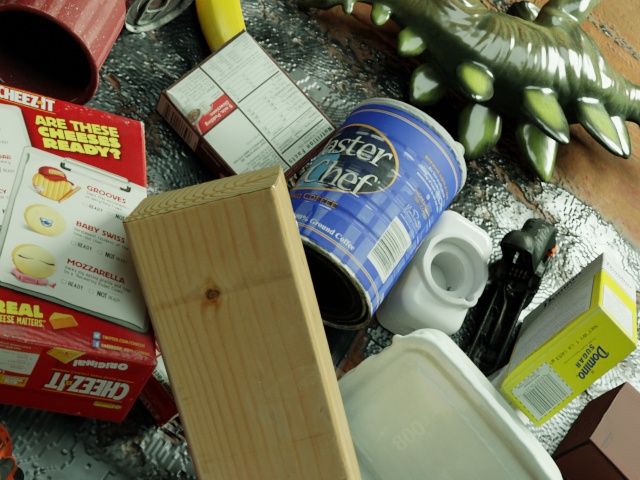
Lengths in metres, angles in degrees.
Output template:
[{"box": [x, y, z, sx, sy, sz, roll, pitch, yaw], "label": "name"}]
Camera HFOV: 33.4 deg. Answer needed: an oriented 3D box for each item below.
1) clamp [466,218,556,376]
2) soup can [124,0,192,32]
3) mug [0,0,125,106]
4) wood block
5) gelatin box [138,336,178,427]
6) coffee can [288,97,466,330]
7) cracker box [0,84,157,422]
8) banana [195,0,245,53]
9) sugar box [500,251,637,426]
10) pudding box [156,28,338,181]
[{"box": [0.160, 0.021, 0.846, 0.039, 0.120, 0.171, 24, 34, 11], "label": "clamp"}, {"box": [-0.152, -0.226, 0.845, 0.068, 0.069, 0.102, -26, 77, -38], "label": "soup can"}, {"box": [-0.199, -0.160, 0.763, 0.117, 0.093, 0.081, 37, 45, -22], "label": "mug"}, {"box": [-0.042, 0.069, 0.644, 0.091, 0.090, 0.206, -14, 101, 3], "label": "wood block"}, {"box": [-0.094, 0.073, 0.724, 0.089, 0.030, 0.073, -32, 81, -42], "label": "gelatin box"}, {"box": [0.029, -0.020, 0.779, 0.103, 0.103, 0.140, 39, 63, -4], "label": "coffee can"}, {"box": [-0.192, -0.002, 0.657, 0.164, 0.072, 0.214, 14, 41, -25], "label": "cracker box"}, {"box": [-0.076, -0.219, 0.904, 0.069, 0.037, 0.197, 19, 55, -18], "label": "banana"}, {"box": [0.190, 0.069, 0.800, 0.048, 0.093, 0.176, 48, 20, 5], "label": "sugar box"}, {"box": [-0.056, -0.093, 0.824, 0.090, 0.039, 0.113, -41, 89, -20], "label": "pudding box"}]
